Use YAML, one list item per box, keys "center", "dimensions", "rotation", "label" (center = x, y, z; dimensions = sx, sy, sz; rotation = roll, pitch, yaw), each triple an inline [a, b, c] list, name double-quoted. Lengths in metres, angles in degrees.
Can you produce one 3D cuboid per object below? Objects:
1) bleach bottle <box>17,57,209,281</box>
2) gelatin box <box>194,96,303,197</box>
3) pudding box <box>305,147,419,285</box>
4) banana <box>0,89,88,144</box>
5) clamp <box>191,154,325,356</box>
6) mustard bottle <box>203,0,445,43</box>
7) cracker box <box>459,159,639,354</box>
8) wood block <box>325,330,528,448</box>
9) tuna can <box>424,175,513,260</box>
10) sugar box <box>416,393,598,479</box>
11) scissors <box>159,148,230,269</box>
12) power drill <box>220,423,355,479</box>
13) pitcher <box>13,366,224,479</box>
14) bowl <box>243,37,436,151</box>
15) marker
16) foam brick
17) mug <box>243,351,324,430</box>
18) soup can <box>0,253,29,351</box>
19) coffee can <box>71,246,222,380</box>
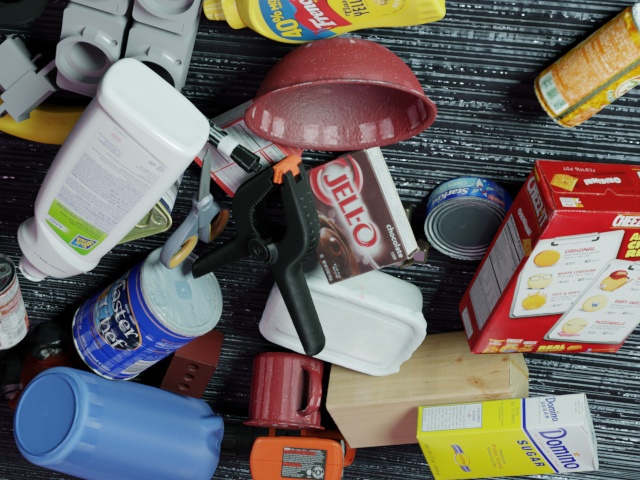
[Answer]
- center: [-0.205, -0.044, 0.940]
  dimensions: [0.102, 0.068, 0.251]
  rotation: [39, 128, -14]
  label: "bleach bottle"
- center: [-0.072, -0.088, 1.004]
  dimensions: [0.089, 0.030, 0.073]
  rotation: [-22, 127, 32]
  label: "gelatin box"
- center: [0.031, -0.025, 1.007]
  dimensions: [0.090, 0.039, 0.113]
  rotation: [-20, 98, 30]
  label: "pudding box"
- center: [-0.278, -0.129, 1.002]
  dimensions: [0.197, 0.037, 0.070]
  rotation: [11, 111, -4]
  label: "banana"
- center: [-0.057, 0.001, 1.027]
  dimensions: [0.165, 0.036, 0.210]
  rotation: [26, 133, 23]
  label: "clamp"
- center: [-0.003, -0.201, 0.843]
  dimensions: [0.192, 0.058, 0.096]
  rotation: [-6, 147, 19]
  label: "mustard bottle"
- center: [0.242, 0.021, 1.000]
  dimensions: [0.164, 0.072, 0.214]
  rotation: [1, 140, -16]
  label: "cracker box"
- center: [0.121, 0.165, 1.194]
  dimensions: [0.206, 0.090, 0.090]
  rotation: [-9, 135, 20]
  label: "wood block"
- center: [0.144, -0.022, 1.026]
  dimensions: [0.086, 0.033, 0.086]
  rotation: [6, 138, 5]
  label: "tuna can"
- center: [0.197, 0.209, 1.125]
  dimensions: [0.176, 0.048, 0.093]
  rotation: [-6, 136, 20]
  label: "sugar box"
- center: [-0.124, -0.022, 1.008]
  dimensions: [0.016, 0.096, 0.202]
  rotation: [44, 172, 11]
  label: "scissors"
- center: [-0.045, 0.252, 1.282]
  dimensions: [0.184, 0.057, 0.187]
  rotation: [2, 178, -2]
  label: "power drill"
- center: [-0.242, 0.227, 1.235]
  dimensions: [0.145, 0.149, 0.242]
  rotation: [24, 175, 36]
  label: "pitcher"
- center: [0.016, -0.126, 0.896]
  dimensions: [0.162, 0.055, 0.162]
  rotation: [-1, 166, 0]
  label: "bowl"
- center: [-0.102, -0.100, 0.966]
  dimensions: [0.121, 0.020, 0.020]
  rotation: [37, 138, 11]
  label: "marker"
- center: [-0.151, 0.141, 1.254]
  dimensions: [0.053, 0.051, 0.078]
  rotation: [18, 137, -9]
  label: "foam brick"
- center: [-0.033, 0.171, 1.214]
  dimensions: [0.093, 0.081, 0.117]
  rotation: [11, 166, -26]
  label: "mug"
- center: [-0.372, 0.070, 1.213]
  dimensions: [0.068, 0.068, 0.102]
  rotation: [8, 138, 4]
  label: "soup can"
- center: [-0.189, 0.080, 1.158]
  dimensions: [0.102, 0.102, 0.141]
  rotation: [36, 133, -25]
  label: "coffee can"
